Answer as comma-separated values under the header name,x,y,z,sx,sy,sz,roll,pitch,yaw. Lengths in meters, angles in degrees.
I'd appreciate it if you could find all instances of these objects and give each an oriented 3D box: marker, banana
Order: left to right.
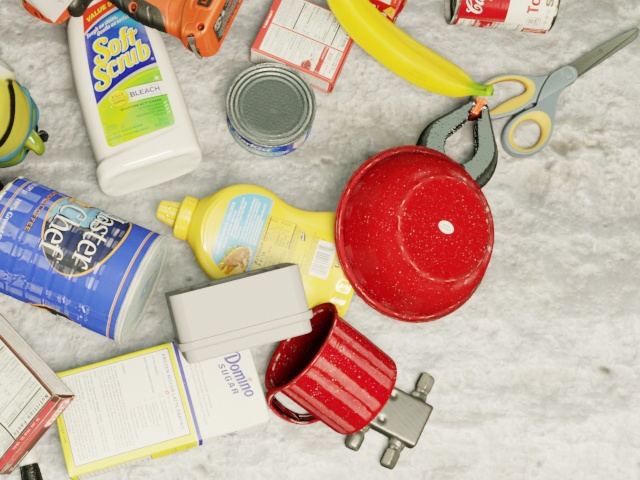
name,x,y,z,sx,sy,sz,roll,pitch,yaw
marker,-0.259,0.163,0.925,0.020,0.020,0.121,-14,76,-10
banana,0.075,-0.191,1.023,0.197,0.070,0.037,31,65,-15

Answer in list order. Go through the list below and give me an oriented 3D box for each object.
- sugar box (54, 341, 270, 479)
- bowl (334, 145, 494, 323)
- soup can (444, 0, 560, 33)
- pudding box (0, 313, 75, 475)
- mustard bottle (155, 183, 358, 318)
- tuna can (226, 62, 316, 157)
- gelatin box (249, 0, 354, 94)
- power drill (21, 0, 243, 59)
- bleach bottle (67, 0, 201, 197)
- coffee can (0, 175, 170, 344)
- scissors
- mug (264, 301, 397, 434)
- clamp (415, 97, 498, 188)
name,x,y,z,sx,sy,sz,roll,pitch,yaw
sugar box,-0.140,0.140,0.930,0.176,0.048,0.093,-13,74,-12
bowl,0.096,-0.008,0.941,0.161,0.055,0.162,2,85,-23
soup can,0.180,-0.243,1.059,0.102,0.068,0.068,5,74,-5
pudding box,-0.275,0.127,0.898,0.113,0.039,0.090,42,94,19
mustard bottle,-0.056,0.001,0.970,0.191,0.058,0.096,18,83,0
tuna can,-0.048,-0.124,1.020,0.086,0.034,0.086,1,74,-5
gelatin box,-0.015,-0.194,1.045,0.089,0.030,0.073,23,72,1
power drill,-0.156,-0.259,0.966,0.188,0.057,0.184,22,83,11
bleach bottle,-0.196,-0.173,1.006,0.102,0.068,0.251,-19,74,-10
coffee can,-0.215,0.017,0.927,0.140,0.103,0.102,23,73,1
scissors,0.246,-0.144,1.063,0.201,0.016,0.096,-17,78,-9
mug,0.004,0.121,0.927,0.081,0.093,0.117,39,115,-18
clamp,0.109,-0.059,1.013,0.120,0.039,0.171,17,78,-5
